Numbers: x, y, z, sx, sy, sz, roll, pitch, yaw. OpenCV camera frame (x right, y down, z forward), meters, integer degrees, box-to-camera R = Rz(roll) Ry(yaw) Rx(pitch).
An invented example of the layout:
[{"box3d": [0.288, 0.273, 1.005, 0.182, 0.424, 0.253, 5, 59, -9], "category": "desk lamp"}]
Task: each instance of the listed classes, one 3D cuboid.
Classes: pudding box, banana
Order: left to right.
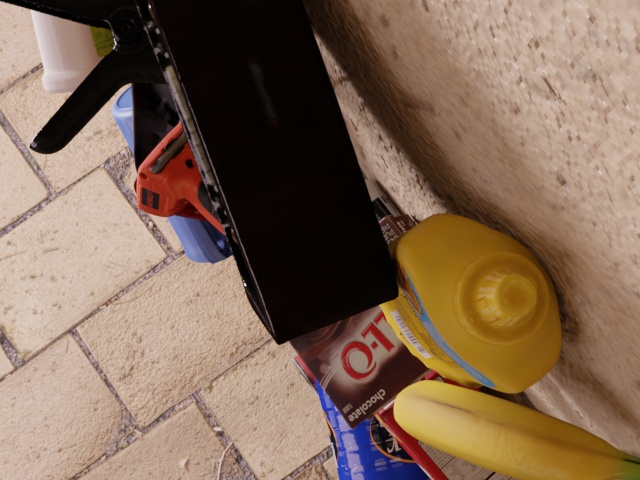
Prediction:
[{"box3d": [0.038, 0.051, 0.682, 0.090, 0.114, 0.039, 53, -153, 15], "category": "pudding box"}, {"box3d": [0.088, 0.105, 0.582, 0.069, 0.037, 0.198, 32, 168, -30], "category": "banana"}]

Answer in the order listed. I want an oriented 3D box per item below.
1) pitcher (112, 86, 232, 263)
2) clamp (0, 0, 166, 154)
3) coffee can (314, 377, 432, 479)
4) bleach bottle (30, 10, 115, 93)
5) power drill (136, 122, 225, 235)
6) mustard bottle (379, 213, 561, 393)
[{"box3d": [-0.171, -0.093, 1.400, 0.149, 0.144, 0.242, 14, 140, 49], "category": "pitcher"}, {"box3d": [-0.130, -0.125, 0.702, 0.039, 0.171, 0.120, -124, 26, -82], "category": "clamp"}, {"box3d": [0.055, 0.159, 0.954, 0.103, 0.102, 0.140, 127, 130, -84], "category": "coffee can"}, {"box3d": [-0.230, -0.265, 0.941, 0.102, 0.068, 0.251, -50, -46, -56], "category": "bleach bottle"}, {"box3d": [-0.055, 0.001, 0.834, 0.187, 0.057, 0.185, 36, 158, 3], "category": "power drill"}, {"box3d": [0.075, 0.032, 0.538, 0.096, 0.058, 0.192, 54, 174, 2], "category": "mustard bottle"}]
